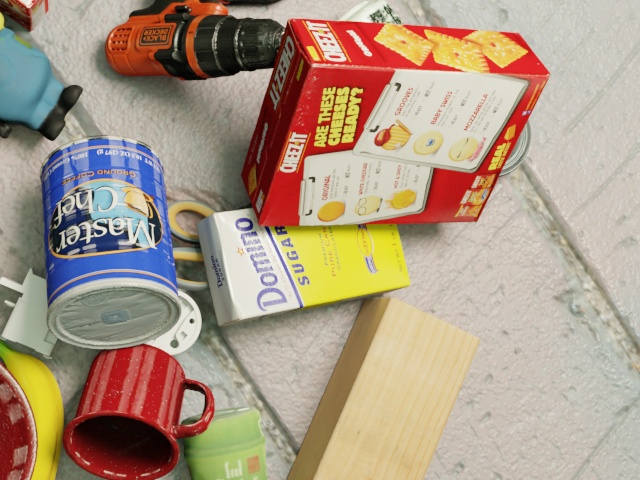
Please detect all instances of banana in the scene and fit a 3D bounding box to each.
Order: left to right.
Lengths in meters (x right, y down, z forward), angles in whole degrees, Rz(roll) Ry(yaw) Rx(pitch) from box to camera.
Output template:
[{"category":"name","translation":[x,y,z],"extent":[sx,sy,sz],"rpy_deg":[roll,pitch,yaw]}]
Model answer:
[{"category":"banana","translation":[-0.250,0.181,0.886],"extent":[0.070,0.037,0.198],"rpy_deg":[2,81,15]}]

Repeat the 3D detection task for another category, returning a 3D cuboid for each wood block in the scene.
[{"category":"wood block","translation":[0.048,0.161,0.929],"extent":[0.090,0.091,0.206],"rpy_deg":[26,80,-11]}]

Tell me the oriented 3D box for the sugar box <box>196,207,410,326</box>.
[{"category":"sugar box","translation":[-0.012,0.013,0.924],"extent":[0.175,0.048,0.093],"rpy_deg":[-10,83,-32]}]

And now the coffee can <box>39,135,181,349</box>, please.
[{"category":"coffee can","translation":[-0.170,0.002,0.855],"extent":[0.102,0.103,0.140],"rpy_deg":[-3,58,-14]}]

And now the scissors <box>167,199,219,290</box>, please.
[{"category":"scissors","translation":[-0.056,0.001,0.950],"extent":[0.201,0.016,0.096],"rpy_deg":[-7,63,-30]}]

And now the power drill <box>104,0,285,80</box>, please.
[{"category":"power drill","translation":[-0.089,-0.225,0.897],"extent":[0.185,0.057,0.187],"rpy_deg":[5,74,32]}]

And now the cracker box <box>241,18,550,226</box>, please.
[{"category":"cracker box","translation":[0.058,-0.094,0.878],"extent":[0.213,0.164,0.072],"rpy_deg":[-1,44,-24]}]

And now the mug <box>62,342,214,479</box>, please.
[{"category":"mug","translation":[-0.144,0.137,0.870],"extent":[0.117,0.093,0.081],"rpy_deg":[-5,42,9]}]

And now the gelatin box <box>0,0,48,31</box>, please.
[{"category":"gelatin box","translation":[-0.271,-0.219,0.889],"extent":[0.089,0.073,0.030],"rpy_deg":[37,78,-9]}]
